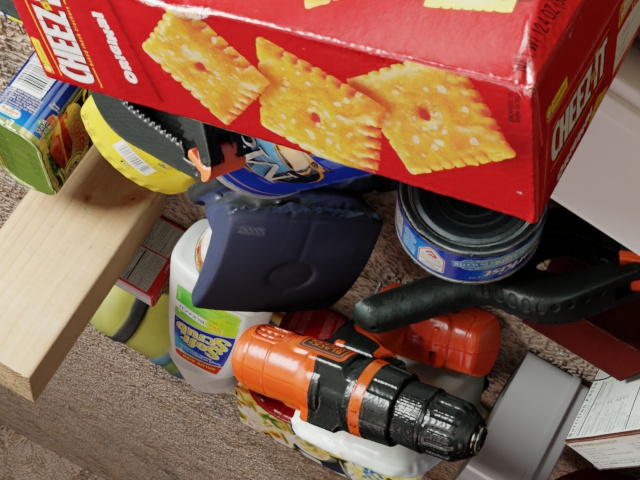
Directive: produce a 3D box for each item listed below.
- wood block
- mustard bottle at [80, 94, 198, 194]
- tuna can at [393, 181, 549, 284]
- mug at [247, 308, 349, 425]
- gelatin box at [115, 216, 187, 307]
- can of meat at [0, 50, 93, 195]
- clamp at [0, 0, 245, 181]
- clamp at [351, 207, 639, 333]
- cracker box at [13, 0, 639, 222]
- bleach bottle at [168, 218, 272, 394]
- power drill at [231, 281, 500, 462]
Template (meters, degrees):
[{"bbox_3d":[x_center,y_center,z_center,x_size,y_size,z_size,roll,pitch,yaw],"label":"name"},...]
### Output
[{"bbox_3d":[-0.220,0.019,0.894,0.090,0.206,0.091,30,157,1],"label":"wood block"},{"bbox_3d":[-0.086,-0.082,0.717,0.096,0.058,0.192,46,153,-22],"label":"mustard bottle"},{"bbox_3d":[0.085,-0.020,0.604,0.086,0.086,0.034,24,154,15],"label":"tuna can"},{"bbox_3d":[0.002,0.116,0.969,0.117,0.081,0.093,13,142,14],"label":"mug"},{"bbox_3d":[-0.172,0.008,0.983,0.089,0.073,0.030,28,157,6],"label":"gelatin box"},{"bbox_3d":[-0.204,-0.093,0.805,0.057,0.084,0.102,27,157,9],"label":"can of meat"},{"bbox_3d":[-0.103,-0.124,0.545,0.210,0.036,0.165,50,135,14],"label":"clamp"},{"bbox_3d":[0.109,0.004,0.639,0.172,0.120,0.039,0,145,15],"label":"clamp"},{"bbox_3d":[0.013,-0.113,0.400,0.214,0.164,0.072,19,148,24],"label":"cracker box"},{"bbox_3d":[-0.094,0.084,1.002,0.102,0.068,0.251,29,147,10],"label":"bleach bottle"},{"bbox_3d":[0.058,0.087,0.752,0.185,0.057,0.187,18,-162,28],"label":"power drill"}]
